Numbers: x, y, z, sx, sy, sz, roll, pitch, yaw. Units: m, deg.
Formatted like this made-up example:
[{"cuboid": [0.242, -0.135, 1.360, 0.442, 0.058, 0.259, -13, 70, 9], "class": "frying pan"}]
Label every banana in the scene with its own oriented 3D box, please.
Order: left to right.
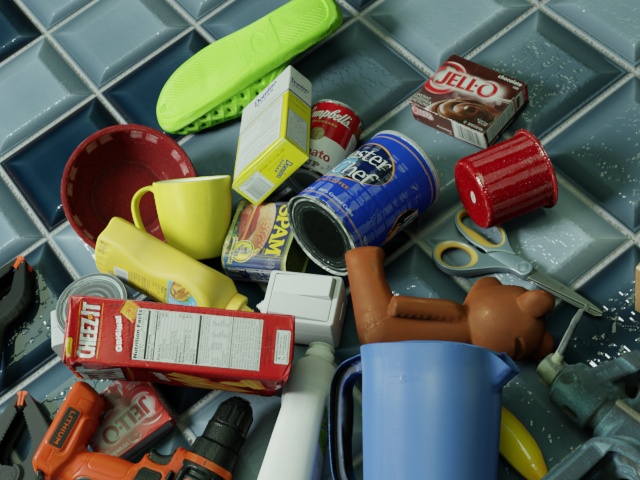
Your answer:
[{"cuboid": [0.140, 0.178, 1.057, 0.198, 0.037, 0.069, 16, 80, 27], "class": "banana"}]

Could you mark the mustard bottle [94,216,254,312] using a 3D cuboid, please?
[{"cuboid": [-0.155, 0.047, 1.185, 0.192, 0.096, 0.058, 28, 62, 9], "class": "mustard bottle"}]

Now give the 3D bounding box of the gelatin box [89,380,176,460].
[{"cuboid": [-0.211, 0.190, 1.142, 0.089, 0.030, 0.073, -35, 72, -7], "class": "gelatin box"}]

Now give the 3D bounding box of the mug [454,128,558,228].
[{"cuboid": [0.195, -0.066, 1.167, 0.081, 0.093, 0.117, -22, 17, -10], "class": "mug"}]

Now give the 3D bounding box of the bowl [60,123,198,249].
[{"cuboid": [-0.229, -0.056, 1.281, 0.162, 0.055, 0.162, 1, 85, -13], "class": "bowl"}]

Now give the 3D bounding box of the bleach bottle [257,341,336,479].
[{"cuboid": [-0.024, 0.216, 1.050, 0.068, 0.102, 0.250, 9, 53, 8], "class": "bleach bottle"}]

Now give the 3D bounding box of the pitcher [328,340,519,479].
[{"cuboid": [0.089, 0.211, 0.959, 0.145, 0.149, 0.243, 5, 80, -12], "class": "pitcher"}]

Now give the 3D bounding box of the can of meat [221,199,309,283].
[{"cuboid": [-0.058, 0.001, 1.219, 0.084, 0.057, 0.102, 4, 58, 22], "class": "can of meat"}]

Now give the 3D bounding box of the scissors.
[{"cuboid": [0.198, 0.038, 1.141, 0.096, 0.016, 0.202, -33, 53, -10], "class": "scissors"}]

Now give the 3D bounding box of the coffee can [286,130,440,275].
[{"cuboid": [0.048, -0.042, 1.168, 0.103, 0.103, 0.140, 32, 55, 31], "class": "coffee can"}]

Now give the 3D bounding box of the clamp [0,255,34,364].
[{"cuboid": [-0.387, 0.096, 1.263, 0.120, 0.039, 0.171, 23, 66, 27], "class": "clamp"}]

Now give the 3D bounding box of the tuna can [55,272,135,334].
[{"cuboid": [-0.246, 0.079, 1.172, 0.086, 0.033, 0.086, -7, 55, 10], "class": "tuna can"}]

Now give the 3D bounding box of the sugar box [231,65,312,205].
[{"cuboid": [-0.054, -0.126, 1.257, 0.093, 0.048, 0.176, -40, 24, 27], "class": "sugar box"}]

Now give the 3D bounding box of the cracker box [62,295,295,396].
[{"cuboid": [-0.139, 0.109, 1.059, 0.213, 0.164, 0.072, 5, 77, -7], "class": "cracker box"}]

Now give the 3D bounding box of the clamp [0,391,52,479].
[{"cuboid": [-0.316, 0.260, 1.133, 0.165, 0.036, 0.210, -3, 56, 15], "class": "clamp"}]

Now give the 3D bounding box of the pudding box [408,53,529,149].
[{"cuboid": [0.177, -0.165, 1.271, 0.114, 0.039, 0.090, 30, 69, 31], "class": "pudding box"}]

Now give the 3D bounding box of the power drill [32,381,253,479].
[{"cuboid": [-0.180, 0.214, 1.085, 0.188, 0.057, 0.184, 23, 69, 12], "class": "power drill"}]

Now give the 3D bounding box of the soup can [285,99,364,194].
[{"cuboid": [0.003, -0.107, 1.266, 0.069, 0.068, 0.102, 12, 62, 23], "class": "soup can"}]
